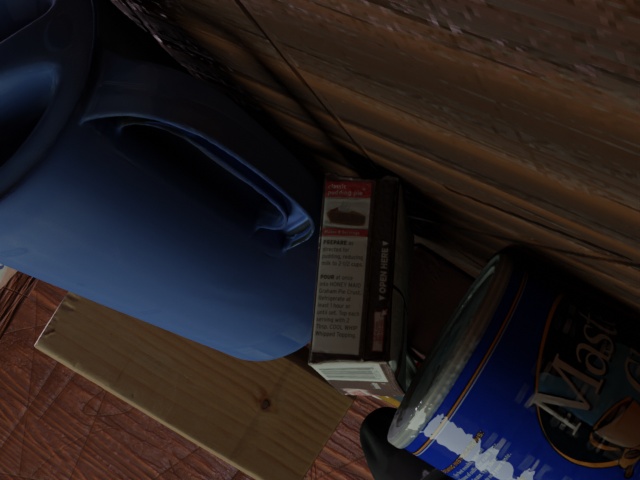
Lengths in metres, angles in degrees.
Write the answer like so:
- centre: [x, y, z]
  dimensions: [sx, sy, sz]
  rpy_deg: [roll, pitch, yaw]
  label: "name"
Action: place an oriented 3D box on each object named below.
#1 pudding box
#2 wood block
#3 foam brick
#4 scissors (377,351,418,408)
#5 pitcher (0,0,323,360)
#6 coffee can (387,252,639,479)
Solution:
- centre: [0.023, 0.026, 0.523]
  dimensions: [0.039, 0.090, 0.113]
  rpy_deg: [2, 165, 8]
  label: "pudding box"
- centre: [-0.088, 0.086, 0.770]
  dimensions: [0.206, 0.091, 0.090]
  rpy_deg: [33, -178, -7]
  label: "wood block"
- centre: [0.055, 0.038, 0.629]
  dimensions: [0.051, 0.053, 0.078]
  rpy_deg: [33, 172, -9]
  label: "foam brick"
- centre: [0.047, 0.089, 0.690]
  dimensions: [0.096, 0.016, 0.201]
  rpy_deg: [24, 165, 33]
  label: "scissors"
- centre: [-0.077, -0.022, 0.532]
  dimensions: [0.242, 0.145, 0.149]
  rpy_deg: [35, -163, -50]
  label: "pitcher"
- centre: [0.116, 0.085, 0.491]
  dimensions: [0.140, 0.103, 0.103]
  rpy_deg: [31, 173, 3]
  label: "coffee can"
